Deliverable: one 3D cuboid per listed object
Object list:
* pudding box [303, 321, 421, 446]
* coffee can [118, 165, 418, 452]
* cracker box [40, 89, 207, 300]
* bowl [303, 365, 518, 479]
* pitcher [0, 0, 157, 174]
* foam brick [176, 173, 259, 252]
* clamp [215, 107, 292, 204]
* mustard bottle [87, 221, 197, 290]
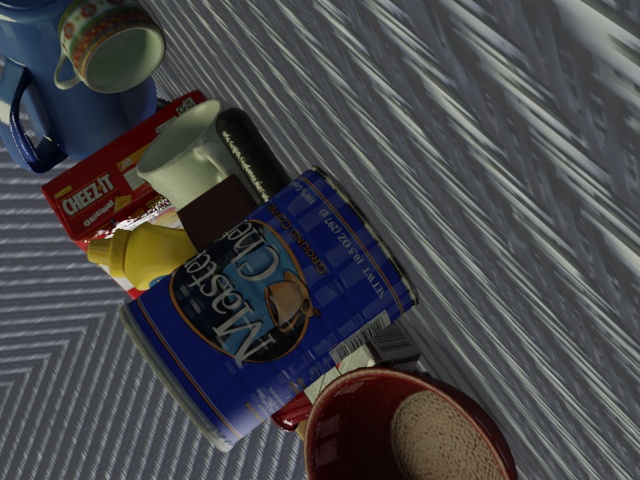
[{"bbox_3d":[0.017,0.081,0.767,0.114,0.039,0.090,54,136,44],"label":"pudding box"},{"bbox_3d":[-0.030,0.039,0.616,0.103,0.140,0.103,52,175,7],"label":"coffee can"},{"bbox_3d":[-0.143,-0.033,1.000,0.072,0.164,0.213,55,175,20],"label":"cracker box"},{"bbox_3d":[0.068,0.148,0.687,0.162,0.055,0.162,14,115,34],"label":"bowl"},{"bbox_3d":[-0.239,-0.174,0.980,0.243,0.145,0.149,86,170,-69],"label":"pitcher"},{"bbox_3d":[-0.059,0.004,0.769,0.078,0.053,0.051,59,-178,25],"label":"foam brick"},{"bbox_3d":[-0.012,-0.006,0.738,0.171,0.039,0.120,58,-176,25],"label":"clamp"},{"bbox_3d":[-0.098,0.018,0.890,0.096,0.191,0.058,95,-178,-82],"label":"mustard bottle"}]
